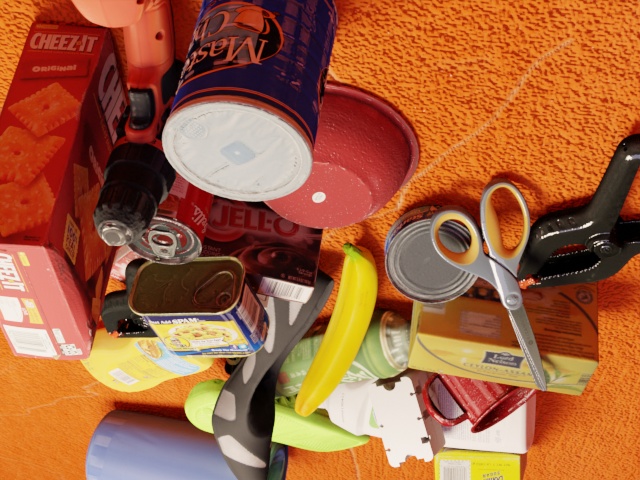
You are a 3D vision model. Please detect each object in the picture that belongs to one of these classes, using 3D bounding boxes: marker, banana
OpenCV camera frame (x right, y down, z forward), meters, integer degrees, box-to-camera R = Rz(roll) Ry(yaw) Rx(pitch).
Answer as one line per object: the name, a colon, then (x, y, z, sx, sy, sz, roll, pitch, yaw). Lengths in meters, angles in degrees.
marker: (-0.097, 0.119, 1.202, 0.020, 0.020, 0.121, 10, 145, -1)
banana: (0.019, 0.081, 1.045, 0.069, 0.037, 0.198, -9, 123, -42)

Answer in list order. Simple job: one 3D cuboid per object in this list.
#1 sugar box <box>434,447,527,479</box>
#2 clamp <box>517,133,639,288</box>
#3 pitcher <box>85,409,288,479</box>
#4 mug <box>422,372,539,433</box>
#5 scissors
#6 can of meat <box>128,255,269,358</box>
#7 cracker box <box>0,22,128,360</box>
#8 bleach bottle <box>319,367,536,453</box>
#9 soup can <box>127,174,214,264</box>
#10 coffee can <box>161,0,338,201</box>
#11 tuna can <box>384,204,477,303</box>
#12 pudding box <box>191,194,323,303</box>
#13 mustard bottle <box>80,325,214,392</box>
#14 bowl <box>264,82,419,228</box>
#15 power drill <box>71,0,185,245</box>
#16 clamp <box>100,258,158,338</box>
sugar box: (0.188, 0.253, 1.227, 0.093, 0.048, 0.176, 0, 175, 14)
clamp: (0.242, -0.013, 0.917, 0.164, 0.036, 0.210, 34, 139, -31)
pitcher: (-0.166, 0.292, 1.370, 0.243, 0.145, 0.149, 11, 142, 14)
mug: (0.155, 0.139, 1.069, 0.117, 0.081, 0.093, -31, 157, -12)
scissors: (0.148, 0.045, 0.937, 0.096, 0.016, 0.202, -5, 107, 2)
can of meat: (-0.102, 0.060, 0.928, 0.102, 0.057, 0.084, -2, 145, 17)
cracker box: (-0.202, -0.037, 0.837, 0.072, 0.213, 0.164, 4, 145, 4)
bleach bottle: (0.107, 0.172, 1.177, 0.251, 0.102, 0.068, 3, -174, 21)
soup can: (-0.125, -0.040, 0.911, 0.068, 0.102, 0.068, 6, 145, 4)
coffee can: (-0.046, -0.113, 0.754, 0.103, 0.140, 0.103, 7, 145, 4)
tuna can: (0.100, 0.012, 0.959, 0.086, 0.033, 0.086, 1, 117, 1)
pudding box: (-0.056, 0.001, 0.964, 0.113, 0.090, 0.039, 15, 146, -8)
mustard bottle: (-0.172, 0.116, 1.182, 0.192, 0.058, 0.096, -20, 134, 36)
bowl: (0.001, -0.058, 0.896, 0.162, 0.055, 0.162, 7, 146, 4)
power drill: (-0.131, -0.114, 0.755, 0.057, 0.184, 0.188, 6, 135, 5)
clamp: (-0.177, 0.063, 1.070, 0.172, 0.039, 0.120, -20, 134, 42)
